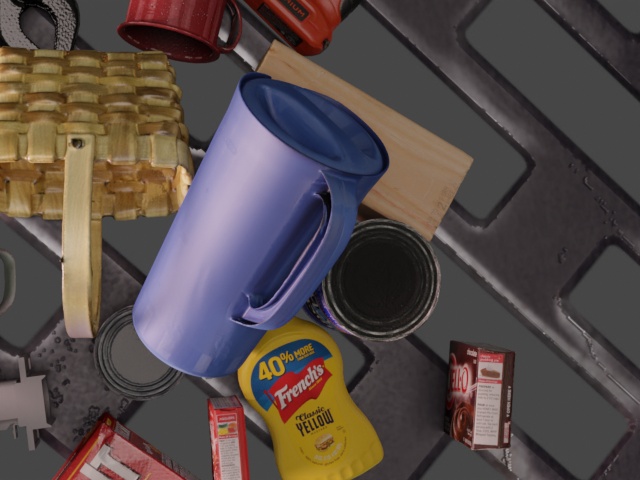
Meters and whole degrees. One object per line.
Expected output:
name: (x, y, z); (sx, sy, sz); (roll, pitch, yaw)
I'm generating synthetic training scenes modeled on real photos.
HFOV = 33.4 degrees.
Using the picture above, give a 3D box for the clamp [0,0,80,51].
clamp: (-0.273, -0.222, 0.944); (0.120, 0.039, 0.171); (-13, 91, -9)

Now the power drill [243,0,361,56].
power drill: (0.007, -0.280, 0.988); (0.184, 0.057, 0.187); (44, 82, -7)

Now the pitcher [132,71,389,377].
pitcher: (-0.056, 0.001, 0.863); (0.145, 0.149, 0.243); (35, 117, 6)

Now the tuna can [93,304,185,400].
tuna can: (-0.161, 0.099, 0.961); (0.086, 0.034, 0.086); (0, 89, -11)

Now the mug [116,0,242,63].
mug: (-0.117, -0.209, 0.954); (0.117, 0.093, 0.081); (19, 80, -38)

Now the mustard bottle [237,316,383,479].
mustard bottle: (-0.021, 0.131, 0.974); (0.096, 0.058, 0.191); (-24, 93, -5)

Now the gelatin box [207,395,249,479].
gelatin box: (-0.083, 0.179, 0.946); (0.030, 0.089, 0.073); (-4, 89, -10)

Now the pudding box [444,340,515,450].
pudding box: (0.144, 0.140, 0.978); (0.039, 0.113, 0.090); (3, 88, -8)

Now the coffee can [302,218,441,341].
coffee can: (0.037, 0.034, 0.945); (0.102, 0.140, 0.103); (0, 89, -11)

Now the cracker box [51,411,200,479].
cracker box: (-0.154, 0.281, 0.939); (0.213, 0.072, 0.164); (37, 82, -7)

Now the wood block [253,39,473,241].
wood block: (0.020, -0.085, 0.970); (0.206, 0.091, 0.090); (30, 83, -8)
